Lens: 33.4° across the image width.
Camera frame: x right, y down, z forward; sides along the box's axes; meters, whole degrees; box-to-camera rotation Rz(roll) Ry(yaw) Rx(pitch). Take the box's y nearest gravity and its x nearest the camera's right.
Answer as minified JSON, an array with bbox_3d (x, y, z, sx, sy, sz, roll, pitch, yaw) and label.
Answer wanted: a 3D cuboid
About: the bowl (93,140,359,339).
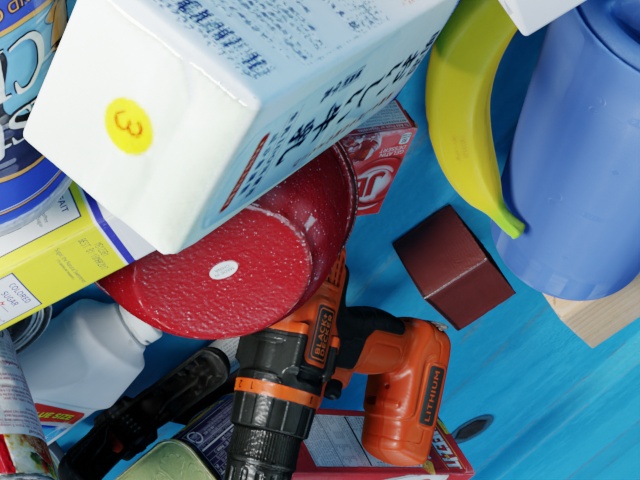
[{"bbox_3d":[-0.054,0.001,0.561,0.162,0.055,0.162,-6,130,-8],"label":"bowl"}]

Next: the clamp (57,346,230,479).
[{"bbox_3d":[-0.116,0.115,0.688,0.120,0.039,0.172,-31,-179,-16],"label":"clamp"}]

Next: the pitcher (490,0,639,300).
[{"bbox_3d":[0.186,-0.058,0.623,0.145,0.149,0.243,-8,150,-10],"label":"pitcher"}]

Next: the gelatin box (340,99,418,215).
[{"bbox_3d":[0.004,-0.043,0.615,0.089,0.030,0.073,-9,143,-28],"label":"gelatin box"}]

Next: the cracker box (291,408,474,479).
[{"bbox_3d":[-0.008,0.204,0.837,0.213,0.072,0.164,12,128,-45],"label":"cracker box"}]

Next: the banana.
[{"bbox_3d":[0.090,-0.084,0.595,0.037,0.070,0.198,-55,153,-33],"label":"banana"}]

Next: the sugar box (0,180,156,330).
[{"bbox_3d":[-0.128,-0.020,0.486,0.176,0.093,0.048,-26,149,-4],"label":"sugar box"}]

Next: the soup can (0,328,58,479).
[{"bbox_3d":[-0.176,0.094,0.533,0.068,0.102,0.068,-20,147,-14],"label":"soup can"}]

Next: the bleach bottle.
[{"bbox_3d":[-0.205,0.102,0.631,0.251,0.068,0.102,-32,148,1],"label":"bleach bottle"}]

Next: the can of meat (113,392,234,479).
[{"bbox_3d":[-0.087,0.154,0.703,0.102,0.057,0.083,-42,176,29],"label":"can of meat"}]

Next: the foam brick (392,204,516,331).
[{"bbox_3d":[0.095,0.020,0.755,0.051,0.053,0.078,-35,149,9],"label":"foam brick"}]

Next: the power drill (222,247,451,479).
[{"bbox_3d":[0.014,0.100,0.703,0.057,0.184,0.187,7,167,35],"label":"power drill"}]
